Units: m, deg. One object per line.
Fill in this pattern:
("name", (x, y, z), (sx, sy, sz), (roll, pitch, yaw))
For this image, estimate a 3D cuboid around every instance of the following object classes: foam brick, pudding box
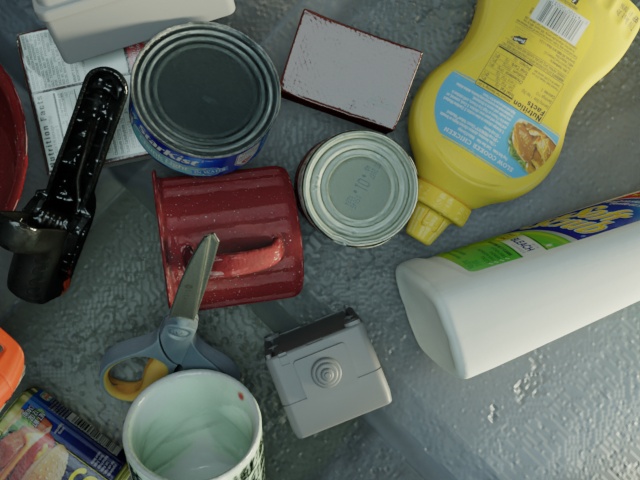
("foam brick", (0.017, -0.103, 0.663), (0.078, 0.051, 0.053), (20, 93, -4))
("pudding box", (-0.123, -0.094, 0.663), (0.113, 0.039, 0.090), (-11, 94, -1))

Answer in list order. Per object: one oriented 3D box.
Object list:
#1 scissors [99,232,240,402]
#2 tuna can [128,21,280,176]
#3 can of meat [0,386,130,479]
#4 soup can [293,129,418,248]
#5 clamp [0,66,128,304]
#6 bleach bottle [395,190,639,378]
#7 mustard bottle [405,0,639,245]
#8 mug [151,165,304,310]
("scissors", (-0.066, 0.056, 0.619), (0.096, 0.202, 0.016), (19, 54, -24))
("tuna can", (-0.068, -0.081, 0.616), (0.086, 0.034, 0.086), (4, 70, -12))
("can of meat", (-0.176, 0.153, 0.665), (0.084, 0.057, 0.102), (37, 91, -2))
("soup can", (0.019, -0.031, 0.641), (0.068, 0.102, 0.068), (0, 93, -3))
("clamp", (-0.154, -0.007, 0.604), (0.039, 0.172, 0.120), (29, 49, 3))
("bleach bottle", (0.179, 0.006, 0.664), (0.250, 0.103, 0.068), (-21, 103, -8))
("mustard bottle", (0.110, -0.082, 0.665), (0.096, 0.058, 0.191), (31, 91, -6))
("mug", (-0.054, 0.001, 0.635), (0.081, 0.117, 0.093), (-7, 100, -8))
